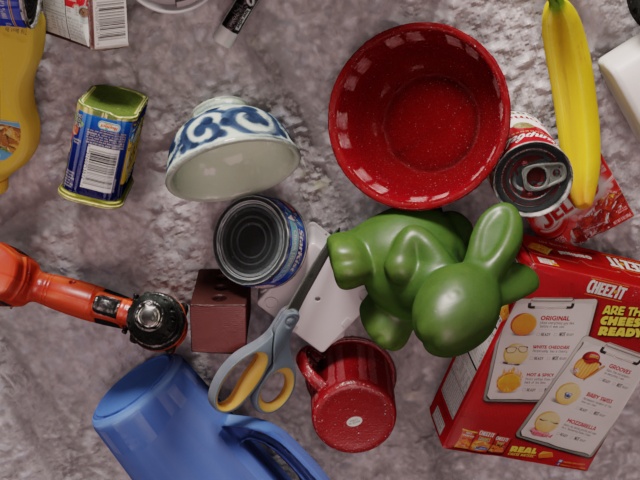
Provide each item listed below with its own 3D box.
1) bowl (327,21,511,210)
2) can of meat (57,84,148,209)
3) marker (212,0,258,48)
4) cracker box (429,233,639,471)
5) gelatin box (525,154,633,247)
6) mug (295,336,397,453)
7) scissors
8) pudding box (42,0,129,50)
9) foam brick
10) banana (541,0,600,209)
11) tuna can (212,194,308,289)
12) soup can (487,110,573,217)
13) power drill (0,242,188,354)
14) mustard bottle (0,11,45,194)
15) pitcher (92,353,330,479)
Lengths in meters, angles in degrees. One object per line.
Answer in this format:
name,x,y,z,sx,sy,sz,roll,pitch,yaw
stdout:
bowl,0.090,-0.105,0.933,0.162,0.055,0.162,0,89,20
can of meat,-0.188,-0.085,0.935,0.057,0.102,0.084,14,110,-6
marker,-0.055,-0.222,0.923,0.020,0.020,0.121,30,109,-12
cracker box,0.219,0.110,1.016,0.164,0.072,0.214,12,117,-17
gelatin box,0.235,-0.034,0.998,0.089,0.030,0.073,-30,109,11
mug,0.023,0.146,1.042,0.117,0.081,0.093,42,106,-16
scissors,-0.024,0.086,0.993,0.202,0.016,0.096,-49,133,0
pudding box,-0.198,-0.221,0.885,0.039,0.090,0.113,-14,117,-36
foam brick,-0.094,0.066,1.010,0.053,0.078,0.051,1,114,-1
banana,0.218,-0.128,0.938,0.037,0.069,0.198,-3,112,33
tuna can,-0.056,0.001,0.982,0.086,0.033,0.086,-3,83,29
soup can,0.178,-0.070,0.943,0.068,0.102,0.068,0,112,-1
power drill,-0.211,0.055,0.961,0.187,0.184,0.057,19,80,0
mustard bottle,-0.294,-0.115,0.940,0.096,0.058,0.192,12,115,5
pitcher,-0.104,0.228,1.052,0.149,0.145,0.242,-41,107,-18
